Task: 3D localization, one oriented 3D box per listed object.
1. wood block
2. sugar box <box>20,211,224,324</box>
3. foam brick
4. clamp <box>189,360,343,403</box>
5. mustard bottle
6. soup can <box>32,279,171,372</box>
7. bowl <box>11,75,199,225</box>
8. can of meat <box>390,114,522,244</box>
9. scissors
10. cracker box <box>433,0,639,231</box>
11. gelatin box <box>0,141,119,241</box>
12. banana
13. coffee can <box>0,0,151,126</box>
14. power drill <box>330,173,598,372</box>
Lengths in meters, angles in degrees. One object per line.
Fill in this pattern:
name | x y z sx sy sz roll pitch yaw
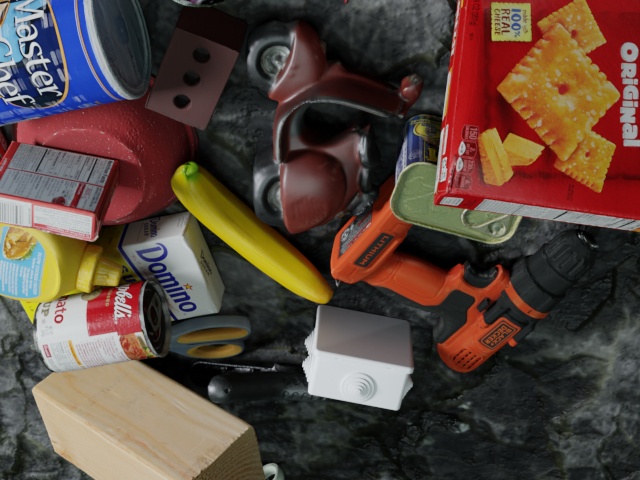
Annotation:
wood block | -0.158 0.184 0.986 0.206 0.090 0.091 23 137 35
sugar box | -0.185 0.035 0.970 0.176 0.048 0.093 -10 125 14
foam brick | -0.096 -0.137 0.828 0.053 0.051 0.078 21 126 -10
clamp | -0.036 0.134 0.993 0.171 0.120 0.039 2 96 -7
mustard bottle | -0.262 0.006 0.897 0.191 0.058 0.096 15 128 -5
soup can | -0.189 0.075 0.929 0.102 0.068 0.068 -10 125 11
bowl | -0.185 -0.068 0.887 0.162 0.055 0.162 3 127 4
can of meat | 0.109 -0.052 0.850 0.102 0.084 0.057 14 127 -5
scissors | -0.159 0.099 1.004 0.202 0.016 0.096 -10 154 10
cracker box | 0.197 -0.095 0.764 0.213 0.072 0.164 8 85 1
gelatin box | -0.207 -0.039 0.829 0.089 0.073 0.030 11 128 -3
banana | -0.066 -0.008 0.914 0.037 0.070 0.197 -48 125 0
coffee can | -0.212 -0.144 0.803 0.140 0.102 0.103 -10 125 13
power drill | 0.118 0.021 0.920 0.187 0.057 0.185 32 124 -17
